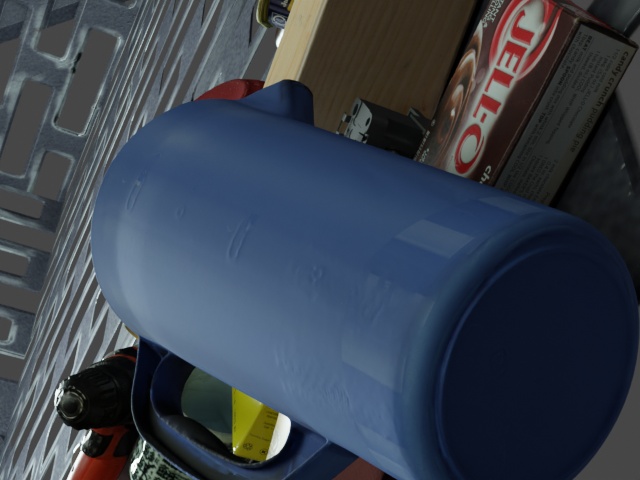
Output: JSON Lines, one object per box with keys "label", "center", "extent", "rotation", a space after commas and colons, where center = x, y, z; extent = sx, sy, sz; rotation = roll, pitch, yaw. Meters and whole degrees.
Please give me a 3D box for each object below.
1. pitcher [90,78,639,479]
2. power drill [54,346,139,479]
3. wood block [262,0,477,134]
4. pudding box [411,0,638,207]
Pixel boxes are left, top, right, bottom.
{"label": "pitcher", "center": [0.004, 0.028, 0.450], "extent": [0.243, 0.144, 0.149], "rotation": [22, 130, 54]}
{"label": "power drill", "center": [-0.178, 0.168, 0.812], "extent": [0.188, 0.057, 0.184], "rotation": [-57, -14, 9]}
{"label": "wood block", "center": [0.042, -0.160, 0.659], "extent": [0.090, 0.090, 0.206], "rotation": [-132, 61, -71]}
{"label": "pudding box", "center": [0.090, -0.060, 0.500], "extent": [0.090, 0.039, 0.114], "rotation": [-113, 43, -63]}
